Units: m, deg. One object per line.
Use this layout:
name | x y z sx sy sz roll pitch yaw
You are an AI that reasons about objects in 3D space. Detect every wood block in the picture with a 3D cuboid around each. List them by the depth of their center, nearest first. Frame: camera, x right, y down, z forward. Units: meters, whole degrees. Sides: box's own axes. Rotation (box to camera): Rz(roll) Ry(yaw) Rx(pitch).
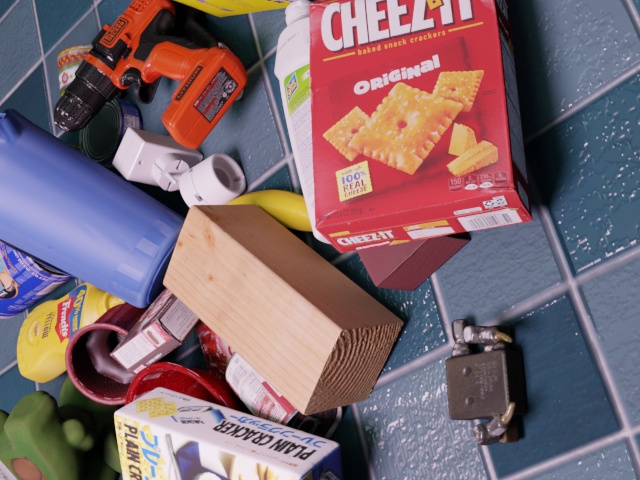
wood block | -0.039 0.056 0.972 0.206 0.090 0.090 38 116 33

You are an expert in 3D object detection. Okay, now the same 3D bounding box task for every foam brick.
foam brick | 0.078 0.000 0.920 0.078 0.051 0.053 -44 56 31

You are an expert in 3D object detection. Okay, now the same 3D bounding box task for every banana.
banana | -0.066 -0.015 1.079 0.198 0.037 0.069 -25 84 41

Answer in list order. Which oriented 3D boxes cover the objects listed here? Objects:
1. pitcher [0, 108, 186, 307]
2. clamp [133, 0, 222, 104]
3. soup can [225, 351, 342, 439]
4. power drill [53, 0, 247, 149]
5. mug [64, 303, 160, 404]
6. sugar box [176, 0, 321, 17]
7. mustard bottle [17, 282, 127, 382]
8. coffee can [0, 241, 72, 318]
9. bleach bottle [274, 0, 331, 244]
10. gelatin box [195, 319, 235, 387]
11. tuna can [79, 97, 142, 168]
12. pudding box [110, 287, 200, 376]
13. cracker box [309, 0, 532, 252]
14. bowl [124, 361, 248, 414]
pitcher | -0.267 -0.023 1.151 0.243 0.149 0.145 29 92 6
clamp | -0.173 -0.235 1.207 0.120 0.039 0.171 -29 52 14
soup can | -0.036 0.142 0.995 0.102 0.068 0.068 43 112 41
power drill | -0.180 -0.166 1.117 0.188 0.057 0.184 32 85 36
mug | -0.209 0.128 1.149 0.093 0.081 0.117 -24 101 18
sugar box | -0.076 -0.266 1.091 0.177 0.093 0.048 8 89 45
mustard bottle | -0.280 0.099 1.248 0.192 0.058 0.096 -24 48 38
coffee can | -0.364 0.024 1.316 0.141 0.102 0.103 -30 62 37
bleach bottle | 0.013 -0.125 1.001 0.103 0.067 0.251 -34 58 34
gelatin box | -0.089 0.098 1.081 0.073 0.030 0.089 -37 59 34
tuna can | -0.251 -0.129 1.281 0.086 0.033 0.086 -10 76 43
pudding box | -0.150 0.076 1.077 0.090 0.039 0.113 -37 14 40
cracker box | 0.077 -0.110 0.874 0.164 0.072 0.213 -10 68 19
bowl | -0.119 0.188 1.056 0.162 0.055 0.162 13 112 34
